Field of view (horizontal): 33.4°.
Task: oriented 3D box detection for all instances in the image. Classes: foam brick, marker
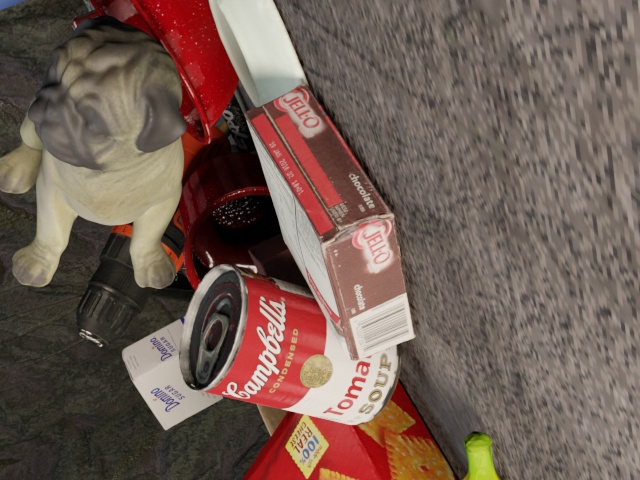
[{"bbox_3d":[-0.003,0.031,0.648,0.051,0.053,0.078,-140,26,-75],"label":"foam brick"},{"bbox_3d":[-0.059,-0.084,0.798,0.121,0.020,0.020,66,173,-8],"label":"marker"}]

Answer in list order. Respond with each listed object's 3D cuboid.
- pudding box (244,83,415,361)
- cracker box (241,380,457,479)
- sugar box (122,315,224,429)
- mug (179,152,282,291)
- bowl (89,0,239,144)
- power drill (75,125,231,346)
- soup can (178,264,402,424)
[{"bbox_3d":[0.006,-0.006,0.515,0.113,0.039,0.090,77,166,-54],"label":"pudding box"},{"bbox_3d":[0.026,0.207,0.636,0.164,0.071,0.214,-58,44,30],"label":"cracker box"},{"bbox_3d":[-0.085,0.095,0.975,0.048,0.176,0.093,59,172,40],"label":"sugar box"},{"bbox_3d":[-0.055,0.001,0.732,0.081,0.093,0.117,-117,38,-60],"label":"mug"},{"bbox_3d":[-0.094,-0.139,0.649,0.162,0.055,0.162,52,170,13],"label":"bowl"},{"bbox_3d":[-0.095,0.027,0.827,0.057,0.184,0.187,17,159,32],"label":"power drill"},{"bbox_3d":[-0.016,0.058,0.576,0.102,0.068,0.068,18,-160,-29],"label":"soup can"}]
